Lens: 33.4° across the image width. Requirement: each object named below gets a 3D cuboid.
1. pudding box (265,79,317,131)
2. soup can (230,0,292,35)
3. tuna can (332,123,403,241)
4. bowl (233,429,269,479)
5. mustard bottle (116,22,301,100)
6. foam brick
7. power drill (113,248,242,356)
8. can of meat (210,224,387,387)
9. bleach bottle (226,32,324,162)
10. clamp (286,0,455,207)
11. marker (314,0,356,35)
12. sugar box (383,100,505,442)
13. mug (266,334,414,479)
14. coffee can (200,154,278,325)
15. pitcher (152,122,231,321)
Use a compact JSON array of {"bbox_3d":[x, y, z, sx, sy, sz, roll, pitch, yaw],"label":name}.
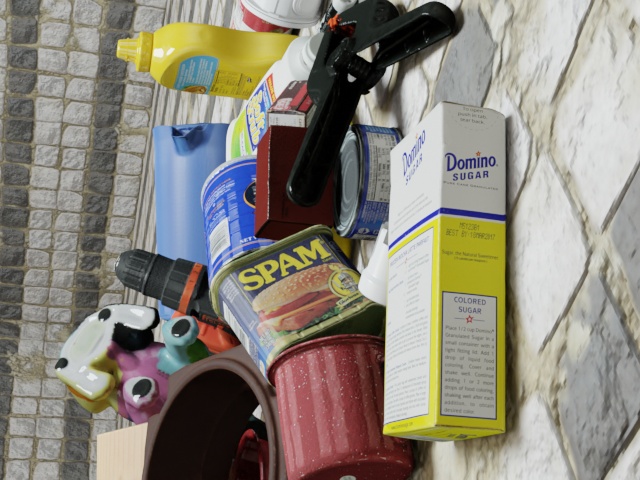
[{"bbox_3d":[-0.019,-0.071,0.911,0.090,0.039,0.113,-62,-27,-63],"label":"pudding box"},{"bbox_3d":[-0.058,-0.251,1.164,0.102,0.068,0.068,116,155,-57],"label":"soup can"},{"bbox_3d":[0.034,-0.042,0.784,0.086,0.033,0.086,-175,90,-76],"label":"tuna can"},{"bbox_3d":[-0.043,0.250,0.946,0.162,0.055,0.162,-175,90,-76],"label":"bowl"},{"bbox_3d":[-0.112,-0.184,1.097,0.096,0.191,0.058,128,144,-66],"label":"mustard bottle"},{"bbox_3d":[-0.020,-0.043,0.816,0.051,0.053,0.078,136,137,-70],"label":"foam brick"},{"bbox_3d":[-0.121,0.073,1.103,0.188,0.184,0.057,110,-179,-72],"label":"power drill"},{"bbox_3d":[-0.014,0.048,0.761,0.084,0.102,0.057,52,156,35],"label":"can of meat"},{"bbox_3d":[-0.034,-0.129,1.036,0.251,0.068,0.102,128,145,-62],"label":"bleach bottle"},{"bbox_3d":[0.032,-0.132,0.770,0.165,0.036,0.210,-48,21,26],"label":"clamp"},{"bbox_3d":[0.008,-0.195,0.975,0.121,0.020,0.020,133,140,-68],"label":"marker"},{"bbox_3d":[0.069,0.021,0.598,0.093,0.048,0.176,138,139,-71],"label":"sugar box"},{"bbox_3d":[0.024,0.112,0.686,0.117,0.093,0.081,-28,54,29],"label":"mug"},{"bbox_3d":[-0.057,0.001,0.992,0.140,0.102,0.103,-102,22,-49],"label":"coffee can"},{"bbox_3d":[-0.137,-0.020,1.317,0.145,0.149,0.243,-5,83,61],"label":"pitcher"}]
